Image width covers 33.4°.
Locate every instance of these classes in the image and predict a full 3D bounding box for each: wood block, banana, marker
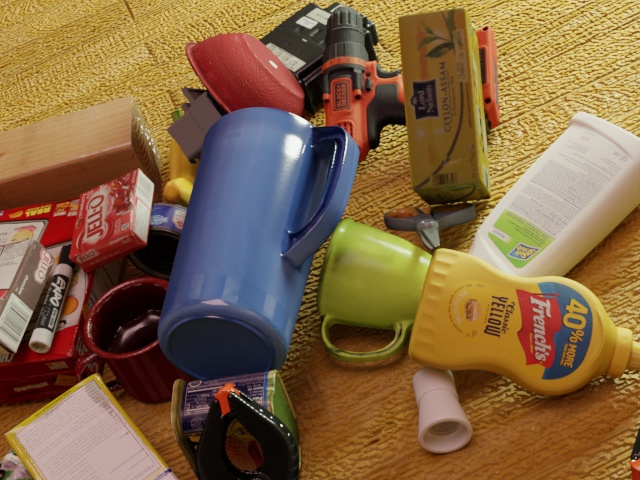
[{"bbox_3d":[-0.289,-0.075,1.183,0.206,0.091,0.090,-15,45,6],"label":"wood block"},{"bbox_3d":[-0.147,-0.070,1.131,0.037,0.069,0.198,-26,30,7],"label":"banana"},{"bbox_3d":[-0.247,0.051,0.996,0.020,0.020,0.121,-6,47,15],"label":"marker"}]

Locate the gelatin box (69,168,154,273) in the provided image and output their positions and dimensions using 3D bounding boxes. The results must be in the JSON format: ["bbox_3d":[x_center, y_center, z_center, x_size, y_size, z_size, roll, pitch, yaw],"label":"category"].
[{"bbox_3d":[-0.201,-0.020,1.027,0.073,0.030,0.089,-22,42,20],"label":"gelatin box"}]

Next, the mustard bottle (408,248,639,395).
[{"bbox_3d":[0.174,0.074,0.870,0.191,0.058,0.096,14,76,5],"label":"mustard bottle"}]

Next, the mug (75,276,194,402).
[{"bbox_3d":[-0.168,0.101,0.975,0.117,0.081,0.093,-34,46,-13],"label":"mug"}]

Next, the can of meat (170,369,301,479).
[{"bbox_3d":[-0.066,0.154,0.875,0.084,0.102,0.057,-9,45,9],"label":"can of meat"}]

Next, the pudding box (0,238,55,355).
[{"bbox_3d":[-0.307,0.056,0.991,0.090,0.039,0.113,-11,44,27],"label":"pudding box"}]

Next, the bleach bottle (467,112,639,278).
[{"bbox_3d":[0.189,-0.008,0.964,0.250,0.068,0.103,-41,48,-16],"label":"bleach bottle"}]

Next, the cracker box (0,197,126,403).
[{"bbox_3d":[-0.289,0.059,1.069,0.164,0.072,0.213,-8,46,13],"label":"cracker box"}]

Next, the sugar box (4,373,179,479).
[{"bbox_3d":[-0.170,0.202,0.870,0.093,0.048,0.176,-35,67,-17],"label":"sugar box"}]

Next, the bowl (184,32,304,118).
[{"bbox_3d":[-0.068,-0.168,1.135,0.055,0.162,0.162,-42,42,15],"label":"bowl"}]

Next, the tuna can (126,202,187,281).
[{"bbox_3d":[-0.151,0.003,1.060,0.086,0.086,0.033,-3,49,17],"label":"tuna can"}]

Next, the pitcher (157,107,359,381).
[{"bbox_3d":[-0.056,0.001,0.937,0.145,0.149,0.242,12,46,-2],"label":"pitcher"}]

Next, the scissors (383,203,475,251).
[{"bbox_3d":[0.113,-0.014,0.962,0.096,0.016,0.202,-10,10,-11],"label":"scissors"}]

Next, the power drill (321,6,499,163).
[{"bbox_3d":[0.092,-0.174,1.129,0.188,0.057,0.184,-6,72,16],"label":"power drill"}]

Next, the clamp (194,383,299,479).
[{"bbox_3d":[-0.056,0.198,0.813,0.120,0.039,0.171,-27,89,-3],"label":"clamp"}]
